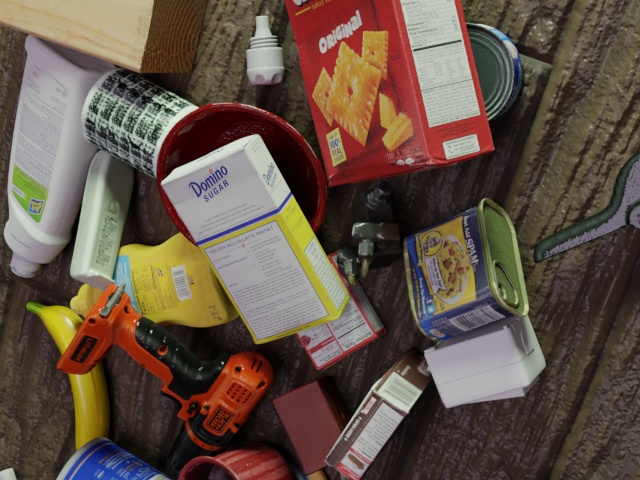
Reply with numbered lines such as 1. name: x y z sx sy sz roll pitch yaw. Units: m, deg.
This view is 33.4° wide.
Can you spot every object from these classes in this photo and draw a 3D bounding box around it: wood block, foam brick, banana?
1. wood block: -0.221 -0.231 1.018 0.206 0.090 0.090 22 108 22
2. foam brick: -0.002 0.172 1.001 0.051 0.053 0.078 -29 80 14
3. banana: -0.258 0.151 1.145 0.070 0.037 0.198 -15 92 45

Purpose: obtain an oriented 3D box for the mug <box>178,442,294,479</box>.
1. mug: -0.083 0.254 1.036 0.093 0.081 0.117 36 116 27

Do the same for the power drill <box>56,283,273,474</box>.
1. power drill: -0.158 0.139 1.045 0.187 0.057 0.185 31 125 -7

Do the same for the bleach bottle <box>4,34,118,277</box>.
1. bleach bottle: -0.281 -0.078 1.094 0.103 0.067 0.251 37 118 29

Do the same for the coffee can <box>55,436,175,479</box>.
1. coffee can: -0.194 0.280 1.099 0.140 0.102 0.103 25 110 20

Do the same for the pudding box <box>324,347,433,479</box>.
1. pudding box: 0.057 0.153 0.944 0.039 0.113 0.090 36 114 11

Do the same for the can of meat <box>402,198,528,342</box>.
1. can of meat: 0.121 0.028 0.902 0.084 0.057 0.102 -24 56 31

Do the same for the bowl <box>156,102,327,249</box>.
1. bowl: -0.066 -0.058 0.977 0.162 0.055 0.162 7 119 13

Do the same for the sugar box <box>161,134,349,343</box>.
1. sugar box: -0.056 0.001 0.947 0.093 0.048 0.176 -20 106 25

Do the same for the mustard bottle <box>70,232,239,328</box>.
1. mustard bottle: -0.173 0.049 1.068 0.192 0.058 0.096 -13 93 28

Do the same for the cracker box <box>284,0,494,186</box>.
1. cracker box: 0.045 -0.159 0.871 0.164 0.072 0.214 -5 101 62

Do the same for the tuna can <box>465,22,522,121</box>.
1. tuna can: 0.125 -0.139 0.896 0.086 0.033 0.086 5 102 25

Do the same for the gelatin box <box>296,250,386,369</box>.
1. gelatin box: 0.009 0.066 0.997 0.073 0.030 0.089 -33 85 26
